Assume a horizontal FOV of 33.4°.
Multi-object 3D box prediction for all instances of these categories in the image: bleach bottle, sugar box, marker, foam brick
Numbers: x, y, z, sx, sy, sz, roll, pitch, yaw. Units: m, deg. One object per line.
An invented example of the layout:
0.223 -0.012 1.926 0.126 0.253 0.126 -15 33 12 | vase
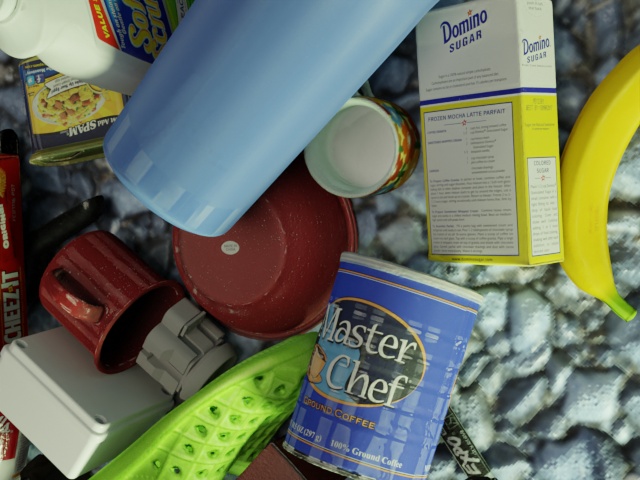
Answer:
-0.150 -0.146 0.737 0.068 0.250 0.102 -2 94 24 | bleach bottle
0.114 -0.072 0.723 0.094 0.048 0.176 1 93 49 | sugar box
0.106 0.156 0.774 0.020 0.020 0.121 -37 80 22 | marker
-0.019 0.177 0.801 0.051 0.078 0.053 45 108 15 | foam brick

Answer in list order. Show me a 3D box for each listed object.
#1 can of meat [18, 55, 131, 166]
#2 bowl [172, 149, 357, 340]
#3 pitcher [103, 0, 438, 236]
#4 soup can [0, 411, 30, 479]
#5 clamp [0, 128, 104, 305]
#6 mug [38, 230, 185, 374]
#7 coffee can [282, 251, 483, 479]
-0.187 -0.110 0.857 0.102 0.057 0.084 -10 88 10 | can of meat
-0.055 0.001 0.815 0.162 0.055 0.162 2 96 25 | bowl
-0.036 -0.126 0.724 0.243 0.149 0.145 -49 61 15 | pitcher
-0.288 0.176 0.928 0.069 0.068 0.102 17 102 22 | soup can
-0.252 0.003 0.914 0.120 0.039 0.171 28 108 25 | clamp
-0.174 0.045 0.841 0.082 0.117 0.093 39 102 22 | mug
0.043 0.089 0.734 0.103 0.102 0.140 16 86 22 | coffee can
